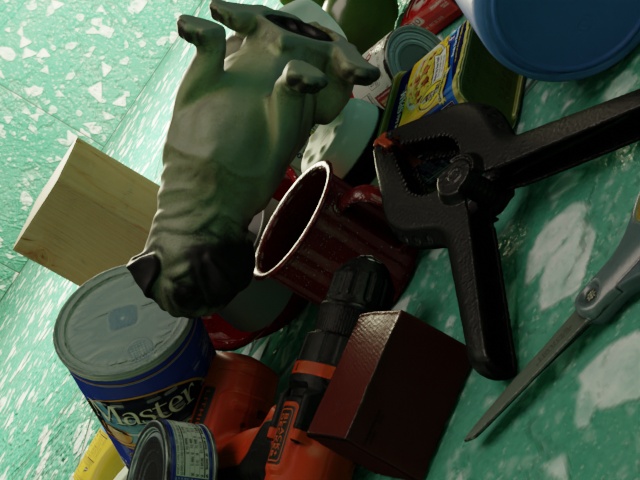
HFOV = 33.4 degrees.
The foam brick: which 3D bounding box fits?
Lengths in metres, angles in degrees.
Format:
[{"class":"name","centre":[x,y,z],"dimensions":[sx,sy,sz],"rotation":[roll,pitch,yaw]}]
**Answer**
[{"class":"foam brick","centre":[0.038,0.083,0.578],"dimensions":[0.078,0.053,0.051],"rotation":[-64,18,-16]}]

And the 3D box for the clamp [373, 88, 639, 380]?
[{"class":"clamp","centre":[0.096,-0.036,0.598],"dimensions":[0.164,0.036,0.210],"rotation":[-54,31,8]}]

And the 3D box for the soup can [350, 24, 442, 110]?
[{"class":"soup can","centre":[0.051,-0.119,0.848],"dimensions":[0.102,0.068,0.068],"rotation":[-31,33,55]}]

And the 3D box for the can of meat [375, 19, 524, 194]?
[{"class":"can of meat","centre":[0.090,-0.094,0.723],"dimensions":[0.084,0.057,0.102],"rotation":[-38,27,45]}]

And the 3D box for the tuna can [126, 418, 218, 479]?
[{"class":"tuna can","centre":[-0.096,0.157,0.677],"dimensions":[0.086,0.033,0.086],"rotation":[-42,42,52]}]

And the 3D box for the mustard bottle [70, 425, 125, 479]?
[{"class":"mustard bottle","centre":[-0.179,0.185,0.985],"dimensions":[0.191,0.058,0.096],"rotation":[-62,17,-10]}]

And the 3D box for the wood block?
[{"class":"wood block","centre":[-0.167,0.007,1.002],"dimensions":[0.091,0.206,0.090],"rotation":[-50,19,27]}]

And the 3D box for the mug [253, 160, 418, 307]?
[{"class":"mug","centre":[0.019,0.000,0.716],"dimensions":[0.117,0.081,0.093],"rotation":[-40,25,46]}]

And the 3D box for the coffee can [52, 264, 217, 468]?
[{"class":"coffee can","centre":[-0.125,0.100,0.793],"dimensions":[0.103,0.140,0.103],"rotation":[-8,45,8]}]

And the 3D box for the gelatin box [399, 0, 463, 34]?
[{"class":"gelatin box","centre":[0.110,-0.224,0.923],"dimensions":[0.073,0.030,0.089],"rotation":[-26,36,60]}]

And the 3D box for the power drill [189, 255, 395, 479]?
[{"class":"power drill","centre":[-0.025,0.105,0.681],"dimensions":[0.188,0.057,0.184],"rotation":[-21,48,64]}]
